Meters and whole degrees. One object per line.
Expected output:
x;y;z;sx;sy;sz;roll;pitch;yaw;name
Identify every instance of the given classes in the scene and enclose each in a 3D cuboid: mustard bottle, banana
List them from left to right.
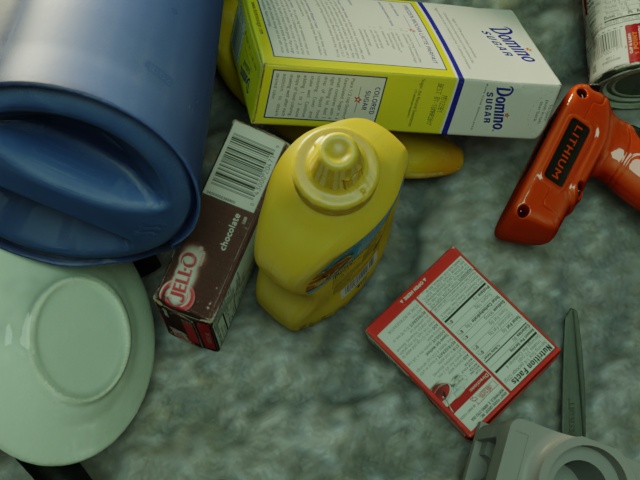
-0.004;-0.091;0.661;0.198;0.037;0.069;41;77;9;banana
0.005;-0.013;0.559;0.058;0.192;0.096;41;77;9;mustard bottle

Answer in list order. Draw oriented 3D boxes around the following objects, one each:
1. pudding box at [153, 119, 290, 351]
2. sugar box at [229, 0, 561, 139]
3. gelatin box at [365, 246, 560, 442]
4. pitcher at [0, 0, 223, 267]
-0.054;0.001;0.607;0.039;0.090;0.113;24;74;3;pudding box
0.041;-0.103;0.623;0.176;0.048;0.093;4;39;-17;sugar box
0.082;0.060;0.621;0.073;0.030;0.089;-43;77;-6;gelatin box
-0.116;-0.122;0.548;0.145;0.149;0.242;12;54;-9;pitcher
